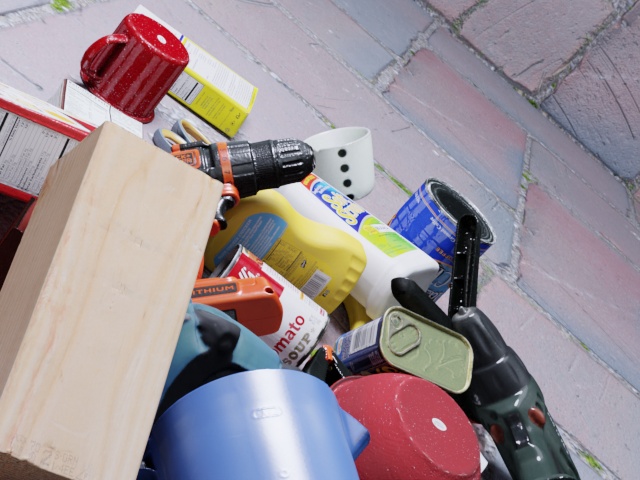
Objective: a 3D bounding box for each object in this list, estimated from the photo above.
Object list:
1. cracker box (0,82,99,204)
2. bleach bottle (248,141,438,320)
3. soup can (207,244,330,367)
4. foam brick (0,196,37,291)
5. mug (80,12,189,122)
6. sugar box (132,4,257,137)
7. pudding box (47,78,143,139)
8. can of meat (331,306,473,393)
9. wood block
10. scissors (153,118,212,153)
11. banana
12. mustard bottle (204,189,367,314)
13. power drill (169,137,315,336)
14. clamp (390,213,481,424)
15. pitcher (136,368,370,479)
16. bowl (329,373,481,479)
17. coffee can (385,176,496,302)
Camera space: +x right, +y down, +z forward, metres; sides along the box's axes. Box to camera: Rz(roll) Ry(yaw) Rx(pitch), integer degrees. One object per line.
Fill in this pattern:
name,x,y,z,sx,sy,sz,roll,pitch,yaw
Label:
cracker box,-0.241,-0.078,0.800,0.213,0.072,0.164,23,4,-38
bleach bottle,0.000,-0.022,1.110,0.251,0.068,0.102,39,25,22
soup can,-0.051,0.060,0.926,0.102,0.069,0.068,38,22,-10
foam brick,-0.202,0.020,0.738,0.053,0.078,0.051,33,24,-15
mug,-0.199,-0.186,1.118,0.117,0.082,0.093,9,38,-53
sugar box,-0.160,-0.201,1.263,0.176,0.048,0.093,33,24,-12
pudding box,-0.210,-0.092,0.987,0.090,0.039,0.113,30,23,-26
can of meat,0.072,0.109,0.969,0.102,0.084,0.057,26,58,-25
wood block,-0.140,0.047,0.641,0.090,0.091,0.206,29,59,-26
scissors,-0.107,-0.058,1.123,0.202,0.016,0.096,52,25,23
banana,0.037,0.080,1.076,0.069,0.037,0.197,38,22,-9
mustard bottle,-0.057,0.001,0.989,0.191,0.096,0.058,30,25,-26
power drill,-0.082,-0.006,0.873,0.057,0.184,0.188,83,-6,-49
clamp,0.129,0.094,1.060,0.164,0.036,0.210,-27,112,-50
pitcher,-0.030,0.208,0.631,0.144,0.149,0.243,42,20,-44
bowl,0.079,0.165,0.871,0.162,0.055,0.162,32,32,-23
coffee can,0.110,0.015,1.179,0.102,0.140,0.103,35,23,-17
